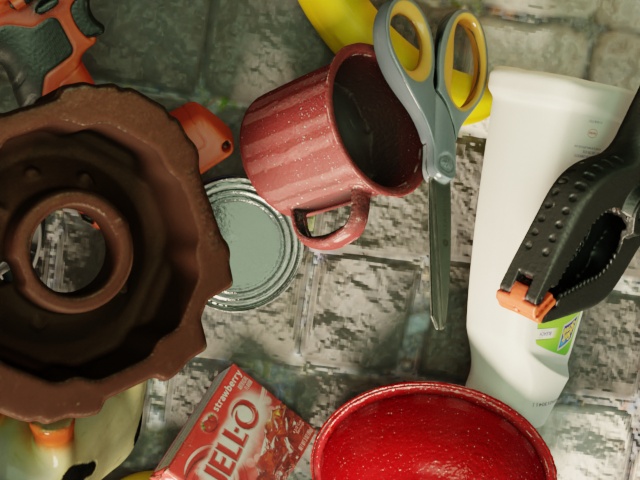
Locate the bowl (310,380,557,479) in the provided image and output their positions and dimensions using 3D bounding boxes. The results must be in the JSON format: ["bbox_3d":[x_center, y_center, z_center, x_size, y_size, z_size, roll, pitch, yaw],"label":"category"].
[{"bbox_3d":[0.069,0.169,0.679,0.162,0.055,0.162,5,122,8],"label":"bowl"}]

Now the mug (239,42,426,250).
[{"bbox_3d":[0.006,-0.050,0.637,0.093,0.082,0.117,18,64,-44],"label":"mug"}]

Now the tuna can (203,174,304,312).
[{"bbox_3d":[-0.054,0.001,0.683,0.086,0.034,0.086,-1,99,-6],"label":"tuna can"}]

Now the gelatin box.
[{"bbox_3d":[-0.054,0.136,0.684,0.073,0.030,0.089,40,54,-10],"label":"gelatin box"}]

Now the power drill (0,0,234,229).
[{"bbox_3d":[-0.127,-0.114,0.617,0.184,0.057,0.187,-33,120,-2],"label":"power drill"}]

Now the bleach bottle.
[{"bbox_3d":[0.132,0.022,0.679,0.102,0.068,0.251,1,103,-45],"label":"bleach bottle"}]

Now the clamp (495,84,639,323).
[{"bbox_3d":[0.182,-0.018,0.640,0.209,0.036,0.164,-47,136,-21],"label":"clamp"}]

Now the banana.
[{"bbox_3d":[0.041,-0.129,0.674,0.197,0.037,0.069,35,65,-13],"label":"banana"}]

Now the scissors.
[{"bbox_3d":[0.057,-0.058,0.619,0.096,0.016,0.201,29,62,-30],"label":"scissors"}]
